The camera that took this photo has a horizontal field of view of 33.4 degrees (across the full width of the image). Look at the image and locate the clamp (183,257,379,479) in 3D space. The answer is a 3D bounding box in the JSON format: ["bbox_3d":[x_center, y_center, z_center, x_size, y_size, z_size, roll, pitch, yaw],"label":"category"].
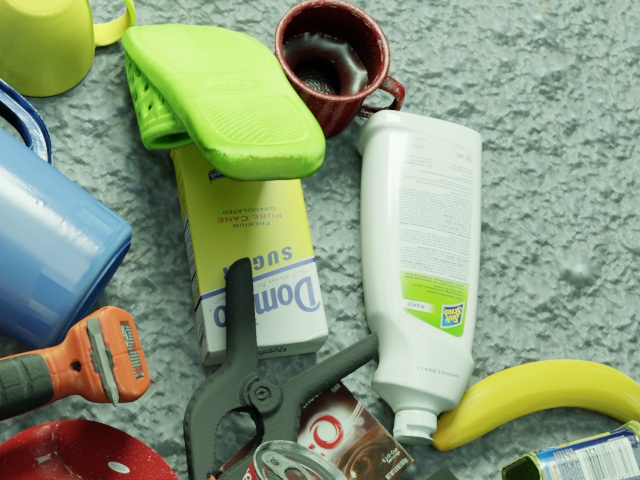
[{"bbox_3d":[-0.049,0.098,0.735,0.120,0.039,0.171,36,66,4],"label":"clamp"}]

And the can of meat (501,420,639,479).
[{"bbox_3d":[0.185,0.173,0.769,0.084,0.102,0.057,-12,71,-9],"label":"can of meat"}]

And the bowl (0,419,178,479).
[{"bbox_3d":[-0.137,0.160,0.659,0.162,0.162,0.055,32,101,-1],"label":"bowl"}]

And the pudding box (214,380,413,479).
[{"bbox_3d":[-0.005,0.163,0.761,0.113,0.039,0.090,-40,83,-25],"label":"pudding box"}]

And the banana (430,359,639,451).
[{"bbox_3d":[0.177,0.126,0.826,0.197,0.037,0.069,2,68,-14],"label":"banana"}]

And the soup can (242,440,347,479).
[{"bbox_3d":[-0.032,0.189,0.684,0.068,0.102,0.068,23,20,-9],"label":"soup can"}]

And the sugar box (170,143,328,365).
[{"bbox_3d":[-0.055,0.001,0.808,0.093,0.048,0.176,-6,69,-15],"label":"sugar box"}]

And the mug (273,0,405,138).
[{"bbox_3d":[0.011,-0.129,0.859,0.117,0.082,0.093,20,65,-7],"label":"mug"}]

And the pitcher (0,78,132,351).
[{"bbox_3d":[-0.250,-0.038,0.732,0.243,0.145,0.149,34,93,-4],"label":"pitcher"}]

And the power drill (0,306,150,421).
[{"bbox_3d":[-0.200,0.094,0.641,0.187,0.184,0.057,-18,89,-6],"label":"power drill"}]

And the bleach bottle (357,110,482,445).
[{"bbox_3d":[0.071,0.029,0.819,0.102,0.068,0.251,11,67,-11],"label":"bleach bottle"}]
